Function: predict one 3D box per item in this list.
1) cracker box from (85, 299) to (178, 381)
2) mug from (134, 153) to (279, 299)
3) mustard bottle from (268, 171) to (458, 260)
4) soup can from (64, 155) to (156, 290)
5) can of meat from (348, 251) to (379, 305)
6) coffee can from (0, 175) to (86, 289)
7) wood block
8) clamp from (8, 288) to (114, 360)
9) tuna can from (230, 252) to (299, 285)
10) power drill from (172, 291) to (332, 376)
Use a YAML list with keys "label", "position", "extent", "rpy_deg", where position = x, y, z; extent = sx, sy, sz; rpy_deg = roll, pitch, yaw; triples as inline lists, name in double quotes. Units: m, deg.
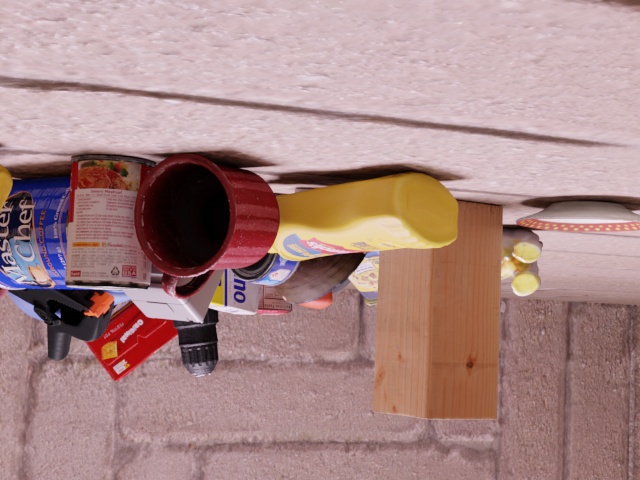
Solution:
- label: "cracker box"
  position: [-0.189, 0.076, 1.348]
  extent: [0.164, 0.072, 0.213]
  rpy_deg: [-37, -175, 12]
- label: "mug"
  position: [-0.089, -0.007, 0.836]
  extent: [0.093, 0.117, 0.081]
  rpy_deg: [26, -169, 25]
- label: "mustard bottle"
  position: [0.013, -0.016, 0.903]
  extent: [0.192, 0.058, 0.096]
  rpy_deg: [-6, 167, 38]
- label: "soup can"
  position: [-0.167, -0.012, 0.852]
  extent: [0.068, 0.102, 0.068]
  rpy_deg: [2, 176, 0]
- label: "can of meat"
  position: [0.068, 0.021, 1.176]
  extent: [0.102, 0.057, 0.084]
  rpy_deg: [-11, 129, 46]
- label: "coffee can"
  position: [-0.229, -0.007, 0.946]
  extent: [0.141, 0.103, 0.102]
  rpy_deg: [-1, 174, 37]
- label: "wood block"
  position: [0.115, 0.067, 1.045]
  extent: [0.090, 0.206, 0.090]
  rpy_deg: [6, 174, -32]
- label: "clamp"
  position: [-0.288, 0.061, 1.120]
  extent: [0.164, 0.036, 0.210]
  rpy_deg: [50, 148, -19]
- label: "tuna can"
  position: [-0.057, 0.001, 1.065]
  extent: [0.086, 0.086, 0.033]
  rpy_deg: [-2, 172, 45]
- label: "power drill"
  position: [-0.080, 0.049, 1.186]
  extent: [0.187, 0.184, 0.057]
  rpy_deg: [-6, 179, -31]
